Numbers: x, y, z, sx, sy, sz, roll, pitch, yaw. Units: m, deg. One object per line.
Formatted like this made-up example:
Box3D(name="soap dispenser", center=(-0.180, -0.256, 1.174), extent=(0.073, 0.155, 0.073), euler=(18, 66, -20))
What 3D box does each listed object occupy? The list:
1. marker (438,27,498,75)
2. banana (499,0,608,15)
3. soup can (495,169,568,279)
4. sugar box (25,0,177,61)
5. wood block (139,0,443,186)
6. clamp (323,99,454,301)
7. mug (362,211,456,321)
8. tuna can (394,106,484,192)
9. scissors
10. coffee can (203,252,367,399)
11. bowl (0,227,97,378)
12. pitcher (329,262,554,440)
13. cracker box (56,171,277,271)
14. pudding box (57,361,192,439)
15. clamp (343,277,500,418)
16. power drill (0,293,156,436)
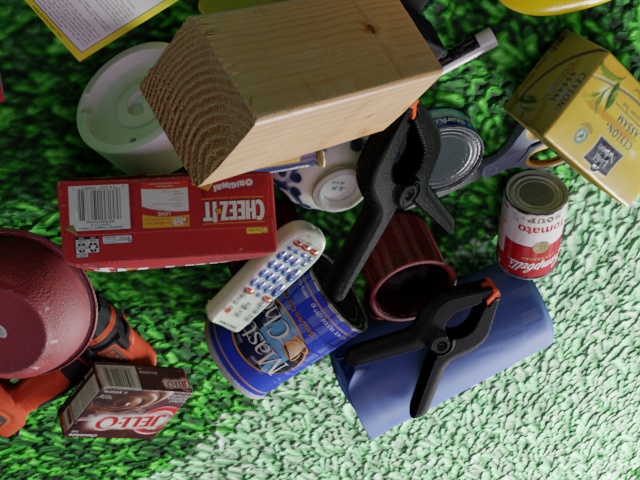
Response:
Box3D(name="marker", center=(0.104, -0.157, 0.973), extent=(0.121, 0.020, 0.020), euler=(-28, 138, 10))
Box3D(name="banana", center=(0.229, -0.232, 0.925), extent=(0.197, 0.037, 0.070), euler=(-11, 139, -9))
Box3D(name="soup can", center=(0.224, -0.017, 1.134), extent=(0.068, 0.068, 0.102), euler=(-12, 138, -8))
Box3D(name="sugar box", center=(-0.137, -0.218, 0.797), extent=(0.176, 0.048, 0.093), euler=(-31, 138, 7))
Box3D(name="wood block", center=(-0.017, -0.121, 0.799), extent=(0.205, 0.091, 0.090), euler=(-21, 166, -43))
Box3D(name="clamp", center=(0.063, -0.043, 0.979), extent=(0.164, 0.036, 0.210), euler=(-35, 144, -24))
Box3D(name="mug", center=(0.080, 0.033, 1.121), extent=(0.093, 0.081, 0.117), euler=(9, 131, -29))
Box3D(name="tuna can", center=(0.113, -0.088, 1.040), extent=(0.086, 0.034, 0.086), euler=(-11, 138, -10))
Box3D(name="scissors", center=(0.176, -0.090, 1.076), extent=(0.201, 0.016, 0.096), euler=(-15, 137, -6))
Box3D(name="coffee can", center=(-0.037, 0.088, 1.122), extent=(0.140, 0.103, 0.102), euler=(-34, 137, 16))
Box3D(name="bowl", center=(-0.293, 0.071, 0.993), extent=(0.162, 0.055, 0.162), euler=(1, 115, 1))
Box3D(name="pitcher", center=(0.135, 0.119, 1.213), extent=(0.243, 0.149, 0.145), euler=(-25, 113, 2))
Box3D(name="cracker box", center=(-0.131, -0.012, 0.902), extent=(0.164, 0.072, 0.214), euler=(-3, 178, -10))
Box3D(name="pudding box", center=(-0.205, 0.169, 1.119), extent=(0.113, 0.039, 0.090), euler=(12, 130, -39))
Box3D(name="clamp", center=(0.122, 0.110, 1.109), extent=(0.171, 0.039, 0.120), euler=(-34, 124, 9))
Box3D(name="power drill", center=(-0.285, 0.121, 1.097), extent=(0.188, 0.057, 0.184), euler=(-26, 139, 8))
